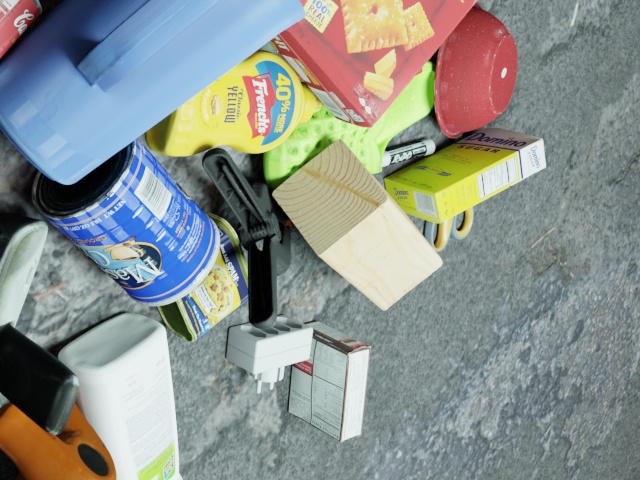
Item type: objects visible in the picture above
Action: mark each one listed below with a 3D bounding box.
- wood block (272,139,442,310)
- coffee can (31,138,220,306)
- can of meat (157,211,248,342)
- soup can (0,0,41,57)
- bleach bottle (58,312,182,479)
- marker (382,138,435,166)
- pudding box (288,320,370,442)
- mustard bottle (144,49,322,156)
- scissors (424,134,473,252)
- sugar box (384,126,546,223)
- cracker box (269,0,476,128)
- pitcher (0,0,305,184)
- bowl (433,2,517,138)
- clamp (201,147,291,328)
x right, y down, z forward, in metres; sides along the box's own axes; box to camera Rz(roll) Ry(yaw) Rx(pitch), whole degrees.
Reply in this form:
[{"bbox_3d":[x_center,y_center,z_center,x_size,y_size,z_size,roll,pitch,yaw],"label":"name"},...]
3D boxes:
[{"bbox_3d":[0.044,-0.011,1.117,0.090,0.091,0.206,-39,152,5],"label":"wood block"},{"bbox_3d":[-0.166,-0.022,0.928,0.102,0.103,0.140,-54,137,-15],"label":"coffee can"},{"bbox_3d":[-0.119,0.038,1.042,0.083,0.058,0.102,-38,131,-27],"label":"can of meat"},{"bbox_3d":[-0.265,-0.156,0.790,0.102,0.069,0.068,-54,137,-15],"label":"soup can"},{"bbox_3d":[-0.184,0.200,1.035,0.102,0.068,0.251,-34,131,-44],"label":"bleach bottle"},{"bbox_3d":[0.087,-0.098,1.232,0.120,0.020,0.020,-18,119,-42],"label":"marker"},{"bbox_3d":[0.009,0.158,1.205,0.039,0.090,0.113,-15,117,-42],"label":"pudding box"},{"bbox_3d":[-0.072,-0.128,0.986,0.191,0.058,0.096,-6,107,-45],"label":"mustard bottle"},{"bbox_3d":[0.177,-0.081,1.340,0.096,0.016,0.202,8,101,-50],"label":"scissors"},{"bbox_3d":[0.172,-0.081,1.258,0.176,0.093,0.048,-30,121,-28],"label":"sugar box"},{"bbox_3d":[0.052,-0.235,0.976,0.213,0.072,0.164,-51,126,-9],"label":"cracker box"},{"bbox_3d":[-0.141,-0.155,0.823,0.243,0.145,0.149,-39,146,1],"label":"pitcher"},{"bbox_3d":[0.188,-0.195,1.241,0.161,0.055,0.162,-34,130,-54],"label":"bowl"},{"bbox_3d":[-0.057,0.001,1.023,0.210,0.036,0.164,12,64,-80],"label":"clamp"}]
